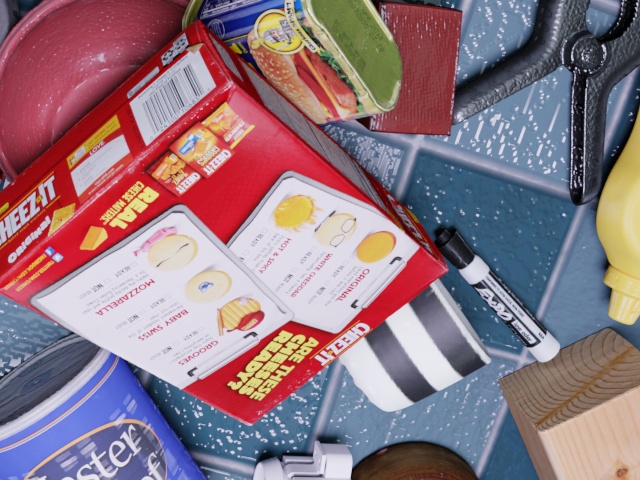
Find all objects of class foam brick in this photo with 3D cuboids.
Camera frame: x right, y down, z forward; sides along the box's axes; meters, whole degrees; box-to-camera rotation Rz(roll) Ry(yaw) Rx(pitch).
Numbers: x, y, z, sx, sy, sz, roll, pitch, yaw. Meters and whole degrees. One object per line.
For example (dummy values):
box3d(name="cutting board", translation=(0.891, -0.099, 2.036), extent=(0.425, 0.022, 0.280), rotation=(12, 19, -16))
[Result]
box3d(name="foam brick", translation=(0.052, -0.107, 0.656), extent=(0.051, 0.053, 0.078), rotation=(1, 105, -10))

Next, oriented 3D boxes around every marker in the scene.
box3d(name="marker", translation=(0.119, 0.036, 0.722), extent=(0.020, 0.020, 0.121), rotation=(-43, 107, 3))

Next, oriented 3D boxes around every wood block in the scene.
box3d(name="wood block", translation=(0.212, 0.180, 0.738), extent=(0.091, 0.090, 0.206), rotation=(-25, 107, -2))

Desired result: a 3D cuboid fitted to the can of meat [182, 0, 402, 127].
box3d(name="can of meat", translation=(-0.012, -0.108, 0.599), extent=(0.084, 0.057, 0.102), rotation=(-8, 138, 34))

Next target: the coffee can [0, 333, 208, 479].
box3d(name="coffee can", translation=(-0.137, 0.140, 0.661), extent=(0.103, 0.103, 0.140), rotation=(-31, 107, -1))

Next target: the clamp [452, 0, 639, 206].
box3d(name="clamp", translation=(0.153, -0.118, 0.679), extent=(0.120, 0.039, 0.171), rotation=(19, 97, -19))

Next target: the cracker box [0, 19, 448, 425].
box3d(name="cracker box", translation=(-0.054, 0.001, 0.601), extent=(0.164, 0.072, 0.213), rotation=(-39, 137, 13))

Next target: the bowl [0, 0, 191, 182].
box3d(name="bowl", translation=(-0.111, -0.066, 0.619), extent=(0.162, 0.055, 0.162), rotation=(-7, 118, -14))
